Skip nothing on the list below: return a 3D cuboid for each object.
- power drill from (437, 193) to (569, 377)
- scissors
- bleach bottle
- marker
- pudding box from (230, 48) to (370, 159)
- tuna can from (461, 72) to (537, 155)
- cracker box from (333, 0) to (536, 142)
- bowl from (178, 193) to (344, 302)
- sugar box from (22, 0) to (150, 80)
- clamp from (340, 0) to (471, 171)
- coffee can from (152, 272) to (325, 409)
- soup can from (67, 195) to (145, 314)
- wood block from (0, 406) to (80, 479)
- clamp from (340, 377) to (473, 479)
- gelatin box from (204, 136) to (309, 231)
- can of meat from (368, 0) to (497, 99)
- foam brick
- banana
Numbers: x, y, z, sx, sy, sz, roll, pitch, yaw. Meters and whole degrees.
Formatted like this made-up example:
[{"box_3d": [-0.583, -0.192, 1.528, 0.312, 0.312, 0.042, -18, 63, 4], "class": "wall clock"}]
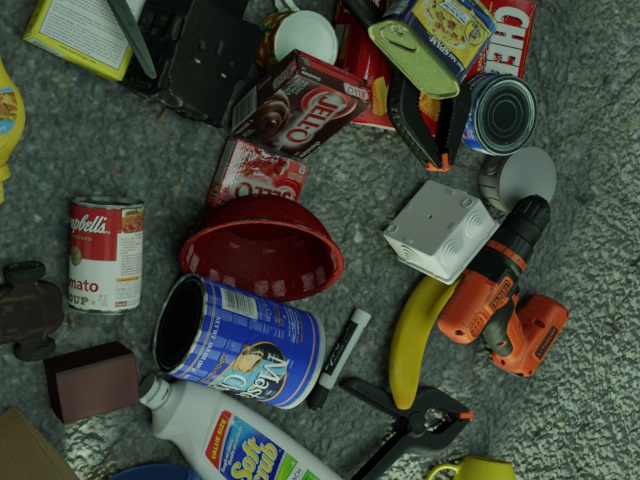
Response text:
[{"box_3d": [0.219, 0.060, 1.201, 0.184, 0.057, 0.187, -53, 139, -8], "class": "power drill"}, {"box_3d": [-0.208, -0.232, 0.924, 0.096, 0.016, 0.202, -11, 91, -5], "class": "scissors"}, {"box_3d": [-0.090, 0.223, 1.101, 0.250, 0.068, 0.102, 40, 80, -25], "class": "bleach bottle"}, {"box_3d": [0.019, 0.131, 1.165, 0.020, 0.020, 0.121, 31, 84, -29], "class": "marker"}, {"box_3d": [-0.021, -0.131, 1.041, 0.089, 0.114, 0.039, 19, 56, -33], "class": "pudding box"}, {"box_3d": [0.184, -0.132, 1.115, 0.086, 0.034, 0.086, -7, 104, -28], "class": "tuna can"}, {"box_3d": [0.116, -0.192, 1.126, 0.213, 0.072, 0.164, 7, 97, -29], "class": "cracker box"}, {"box_3d": [-0.057, 0.001, 1.048, 0.161, 0.162, 0.055, 20, 54, -29], "class": "bowl"}, {"box_3d": [-0.192, -0.244, 0.970, 0.093, 0.048, 0.176, 25, 84, -27], "class": "sugar box"}, {"box_3d": [0.094, -0.172, 1.054, 0.164, 0.036, 0.210, -7, 99, -26], "class": "clamp"}, {"box_3d": [-0.081, 0.101, 1.059, 0.140, 0.103, 0.103, 21, 89, -29], "class": "coffee can"}, {"box_3d": [-0.201, 0.013, 0.999, 0.068, 0.069, 0.102, 0, 100, -28], "class": "soup can"}, {"box_3d": [-0.254, 0.235, 0.932, 0.090, 0.206, 0.090, -43, 116, -15], "class": "wood block"}, {"box_3d": [0.094, 0.198, 1.205, 0.171, 0.039, 0.120, -13, 96, -33], "class": "clamp"}, {"box_3d": [-0.063, -0.056, 1.080, 0.089, 0.030, 0.073, 20, 90, -29], "class": "gelatin box"}, {"box_3d": [0.108, -0.199, 1.006, 0.102, 0.058, 0.084, 42, 71, -23], "class": "can of meat"}, {"box_3d": [-0.219, 0.135, 1.021, 0.078, 0.053, 0.051, -13, 105, -24], "class": "foam brick"}, {"box_3d": [0.122, 0.091, 1.191, 0.069, 0.037, 0.197, 35, 77, 1], "class": "banana"}]
